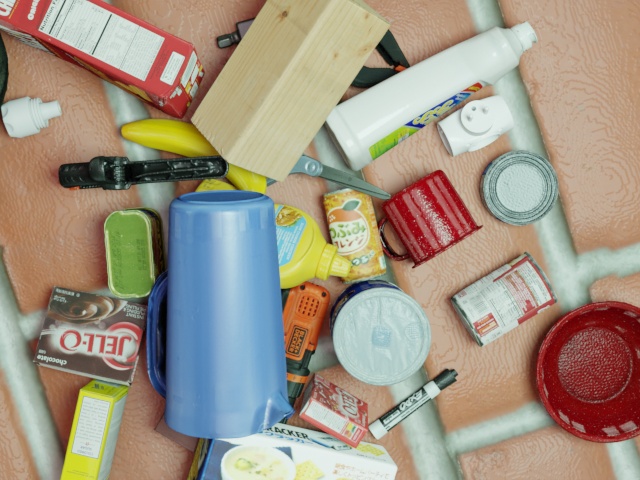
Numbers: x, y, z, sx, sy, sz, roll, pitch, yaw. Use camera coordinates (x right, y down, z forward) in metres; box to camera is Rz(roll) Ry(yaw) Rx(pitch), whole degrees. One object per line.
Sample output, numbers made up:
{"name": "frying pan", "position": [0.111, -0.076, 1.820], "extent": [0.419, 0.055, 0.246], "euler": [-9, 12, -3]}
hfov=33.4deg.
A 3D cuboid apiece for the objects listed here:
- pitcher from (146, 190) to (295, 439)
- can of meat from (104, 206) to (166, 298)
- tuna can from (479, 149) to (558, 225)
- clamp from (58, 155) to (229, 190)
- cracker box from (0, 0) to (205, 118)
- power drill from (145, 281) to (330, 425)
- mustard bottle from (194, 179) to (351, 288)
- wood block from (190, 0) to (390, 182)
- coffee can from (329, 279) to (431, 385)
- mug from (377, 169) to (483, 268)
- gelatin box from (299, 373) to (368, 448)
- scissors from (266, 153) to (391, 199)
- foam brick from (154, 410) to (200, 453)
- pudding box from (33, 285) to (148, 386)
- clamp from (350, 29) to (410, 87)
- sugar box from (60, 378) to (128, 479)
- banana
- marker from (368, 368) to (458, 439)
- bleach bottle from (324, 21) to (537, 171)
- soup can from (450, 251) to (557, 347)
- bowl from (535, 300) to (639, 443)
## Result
{"name": "pitcher", "position": [-0.108, 0.073, 1.112], "extent": [0.149, 0.145, 0.243], "euler": [-2, 100, -9]}
{"name": "can of meat", "position": [-0.208, 0.013, 1.194], "extent": [0.057, 0.084, 0.102], "euler": [-5, 92, -1]}
{"name": "tuna can", "position": [0.226, -0.060, 1.223], "extent": [0.086, 0.034, 0.086], "euler": [0, 92, -1]}
{"name": "clamp", "position": [-0.211, -0.073, 1.157], "extent": [0.164, 0.210, 0.036], "euler": [-3, 91, -36]}
{"name": "cracker box", "position": [-0.237, -0.211, 1.146], "extent": [0.213, 0.164, 0.072], "euler": [25, 89, -2]}
{"name": "power drill", "position": [-0.099, 0.115, 1.214], "extent": [0.187, 0.057, 0.184], "euler": [19, 91, -3]}
{"name": "mustard bottle", "position": [-0.058, 0.002, 1.189], "extent": [0.191, 0.058, 0.096], "euler": [19, 59, 7]}
{"name": "wood block", "position": [-0.034, -0.177, 1.127], "extent": [0.206, 0.090, 0.091], "euler": [-54, 50, 16]}
{"name": "coffee can", "position": [0.062, 0.098, 1.172], "extent": [0.103, 0.140, 0.103], "euler": [0, 92, -1]}
{"name": "mug", "position": [0.114, -0.021, 1.203], "extent": [0.117, 0.093, 0.081], "euler": [-33, 87, 34]}
{"name": "gelatin box", "position": [0.017, 0.190, 1.200], "extent": [0.073, 0.089, 0.030], "euler": [31, 101, -2]}
{"name": "scissors", "position": [-0.024, -0.069, 1.197], "extent": [0.202, 0.016, 0.096], "euler": [39, 103, 19]}
{"name": "foam brick", "position": [-0.141, 0.208, 1.217], "extent": [0.078, 0.053, 0.051], "euler": [29, 91, -1]}
{"name": "pudding box", "position": [-0.257, 0.109, 1.207], "extent": [0.113, 0.039, 0.090], "euler": [12, 72, 0]}
{"name": "clamp", "position": [0.018, -0.217, 1.205], "extent": [0.171, 0.039, 0.120], "euler": [34, 91, -6]}
{"name": "sugar box", "position": [-0.260, 0.248, 1.196], "extent": [0.048, 0.093, 0.176], "euler": [15, 91, 1]}
{"name": "banana", "position": [-0.130, -0.095, 1.198], "extent": [0.198, 0.069, 0.037], "euler": [31, 135, 18]}
{"name": "marker", "position": [0.109, 0.188, 1.237], "extent": [0.121, 0.020, 0.020], "euler": [-37, 92, 1]}
{"name": "bleach bottle", "position": [0.126, -0.170, 1.183], "extent": [0.251, 0.102, 0.068], "euler": [-31, 79, 0]}
{"name": "soup can", "position": [0.207, 0.067, 1.210], "extent": [0.102, 0.068, 0.068], "euler": [-31, 92, 1]}
{"name": "bowl", "position": [0.321, 0.147, 1.221], "extent": [0.162, 0.055, 0.162], "euler": [0, 92, -1]}
